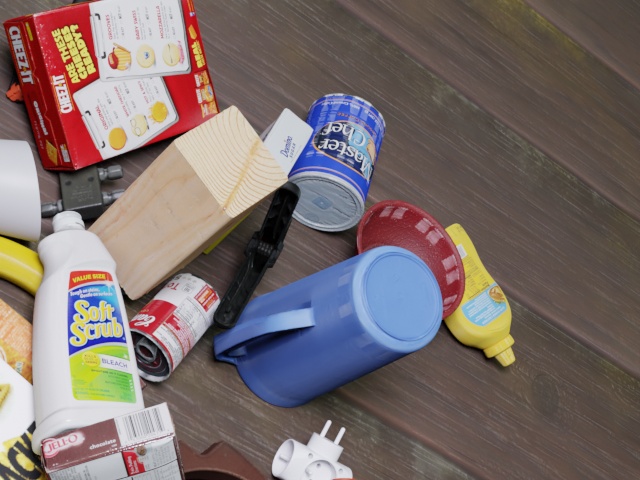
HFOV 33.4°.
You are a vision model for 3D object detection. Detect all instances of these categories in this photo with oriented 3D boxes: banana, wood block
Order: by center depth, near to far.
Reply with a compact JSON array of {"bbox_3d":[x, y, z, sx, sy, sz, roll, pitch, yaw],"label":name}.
[{"bbox_3d":[-0.136,-0.032,1.050,0.090,0.207,0.090,53,47,-1],"label":"wood block"},{"bbox_3d":[-0.302,0.036,1.053,0.197,0.037,0.069,36,47,-16],"label":"banana"}]

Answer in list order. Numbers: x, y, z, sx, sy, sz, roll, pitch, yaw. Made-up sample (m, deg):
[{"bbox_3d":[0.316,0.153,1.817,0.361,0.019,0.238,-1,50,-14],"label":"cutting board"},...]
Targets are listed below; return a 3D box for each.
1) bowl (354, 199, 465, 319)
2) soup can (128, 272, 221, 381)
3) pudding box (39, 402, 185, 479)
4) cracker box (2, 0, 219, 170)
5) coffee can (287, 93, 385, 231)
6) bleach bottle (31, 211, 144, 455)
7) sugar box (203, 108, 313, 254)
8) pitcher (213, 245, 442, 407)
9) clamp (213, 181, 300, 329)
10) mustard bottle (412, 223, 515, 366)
[{"bbox_3d":[0.097,0.033,1.298,0.161,0.055,0.162,18,55,-27],"label":"bowl"},{"bbox_3d":[-0.156,0.089,1.113,0.068,0.069,0.102,47,47,-7],"label":"soup can"},{"bbox_3d":[-0.177,0.194,0.923,0.113,0.090,0.039,-14,48,-11],"label":"pudding box"},{"bbox_3d":[-0.223,-0.184,1.172,0.213,0.072,0.164,-26,110,-43],"label":"cracker box"},{"bbox_3d":[0.017,-0.097,1.318,0.102,0.103,0.140,32,51,-19],"label":"coffee can"},{"bbox_3d":[-0.230,0.078,1.002,0.102,0.068,0.251,14,46,-39],"label":"bleach bottle"},{"bbox_3d":[-0.082,-0.062,1.175,0.048,0.177,0.093,39,49,-13],"label":"sugar box"},{"bbox_3d":[0.008,0.090,1.116,0.145,0.243,0.149,45,55,-10],"label":"pitcher"},{"bbox_3d":[-0.058,0.001,1.161,0.036,0.165,0.210,28,11,0],"label":"clamp"},{"bbox_3d":[0.194,0.078,1.385,0.096,0.058,0.191,-29,85,-41],"label":"mustard bottle"}]
